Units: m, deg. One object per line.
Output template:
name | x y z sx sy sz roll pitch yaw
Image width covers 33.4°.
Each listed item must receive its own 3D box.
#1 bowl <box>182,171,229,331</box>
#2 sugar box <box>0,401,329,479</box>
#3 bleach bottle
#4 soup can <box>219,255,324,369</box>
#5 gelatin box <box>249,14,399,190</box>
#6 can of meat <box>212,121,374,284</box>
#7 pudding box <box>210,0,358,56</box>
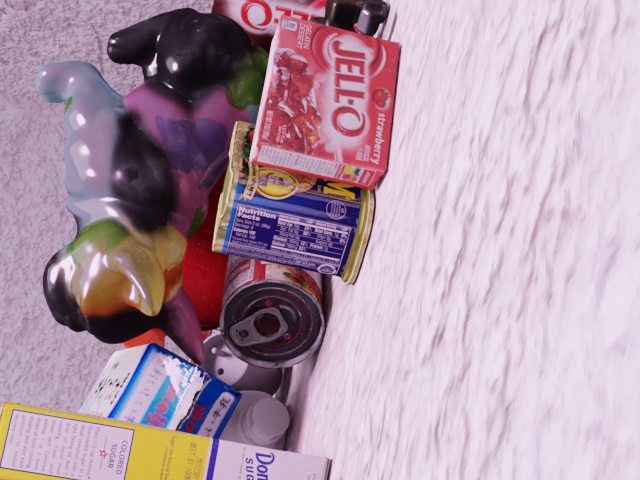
bowl | -0.055 0.001 0.832 0.161 0.055 0.162 -31 -51 -47
sugar box | -0.090 0.129 0.599 0.093 0.176 0.048 125 157 -74
bleach bottle | -0.089 0.186 0.830 0.251 0.068 0.102 -48 19 52
soup can | -0.032 0.031 0.729 0.102 0.068 0.068 -91 14 -62
gelatin box | 0.004 -0.079 0.605 0.030 0.073 0.089 118 163 -63
can of meat | -0.017 -0.025 0.637 0.102 0.084 0.057 -90 14 -59
pudding box | -0.018 -0.172 0.759 0.039 0.113 0.090 -58 -13 -53
